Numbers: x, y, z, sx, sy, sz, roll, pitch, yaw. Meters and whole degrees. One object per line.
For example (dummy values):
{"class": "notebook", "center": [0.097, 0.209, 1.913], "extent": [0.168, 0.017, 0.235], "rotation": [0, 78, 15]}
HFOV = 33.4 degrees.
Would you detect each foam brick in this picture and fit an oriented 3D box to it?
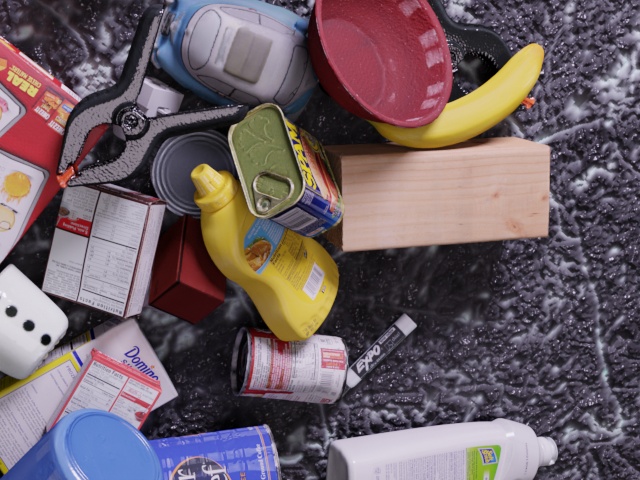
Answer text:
{"class": "foam brick", "center": [-0.121, 0.027, 0.985], "extent": [0.051, 0.078, 0.053], "rotation": [26, 137, -28]}

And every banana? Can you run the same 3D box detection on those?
{"class": "banana", "center": [0.133, -0.129, 0.998], "extent": [0.197, 0.037, 0.069], "rotation": [-19, 82, -14]}

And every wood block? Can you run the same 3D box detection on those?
{"class": "wood block", "center": [0.107, -0.048, 1.030], "extent": [0.206, 0.091, 0.090], "rotation": [-4, 103, -13]}

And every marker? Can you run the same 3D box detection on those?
{"class": "marker", "center": [0.049, 0.123, 1.090], "extent": [0.121, 0.020, 0.020], "rotation": [-44, 108, -2]}

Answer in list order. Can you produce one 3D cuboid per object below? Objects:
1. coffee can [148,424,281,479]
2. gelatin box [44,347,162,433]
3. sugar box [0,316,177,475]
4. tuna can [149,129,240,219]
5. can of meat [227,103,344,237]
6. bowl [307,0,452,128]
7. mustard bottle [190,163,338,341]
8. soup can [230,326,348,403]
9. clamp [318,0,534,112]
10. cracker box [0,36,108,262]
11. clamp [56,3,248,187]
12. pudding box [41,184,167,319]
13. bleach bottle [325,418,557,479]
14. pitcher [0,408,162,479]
{"class": "coffee can", "center": [-0.115, 0.237, 1.028], "extent": [0.140, 0.103, 0.103], "rotation": [-5, 103, -13]}
{"class": "gelatin box", "center": [-0.199, 0.154, 0.980], "extent": [0.073, 0.030, 0.089], "rotation": [30, 92, -19]}
{"class": "sugar box", "center": [-0.235, 0.148, 1.009], "extent": [0.176, 0.048, 0.093], "rotation": [-29, 108, -11]}
{"class": "tuna can", "center": [-0.116, -0.065, 0.999], "extent": [0.086, 0.034, 0.086], "rotation": [-3, 102, -14]}
{"class": "can of meat", "center": [-0.028, -0.058, 0.942], "extent": [0.057, 0.083, 0.102], "rotation": [-28, 64, 19]}
{"class": "bowl", "center": [0.042, -0.167, 0.949], "extent": [0.161, 0.055, 0.162], "rotation": [16, 64, -36]}
{"class": "mustard bottle", "center": [-0.057, 0.001, 0.979], "extent": [0.191, 0.058, 0.096], "rotation": [52, 48, -35]}
{"class": "soup can", "center": [-0.031, 0.123, 1.043], "extent": [0.102, 0.068, 0.068], "rotation": [8, 100, -16]}
{"class": "clamp", "center": [0.118, -0.187, 1.032], "extent": [0.209, 0.036, 0.164], "rotation": [18, 95, -16]}
{"class": "cracker box", "center": [-0.315, -0.071, 0.928], "extent": [0.164, 0.072, 0.214], "rotation": [38, 91, -18]}
{"class": "clamp", "center": [-0.160, -0.113, 0.898], "extent": [0.171, 0.039, 0.120], "rotation": [-32, 96, -2]}
{"class": "pudding box", "center": [-0.197, 0.006, 0.972], "extent": [0.090, 0.039, 0.113], "rotation": [17, 100, 13]}
{"class": "bleach bottle", "center": [0.132, 0.242, 1.107], "extent": [0.250, 0.068, 0.102], "rotation": [-3, 105, -22]}
{"class": "pitcher", "center": [-0.254, 0.258, 0.932], "extent": [0.145, 0.149, 0.243], "rotation": [38, 115, -11]}
